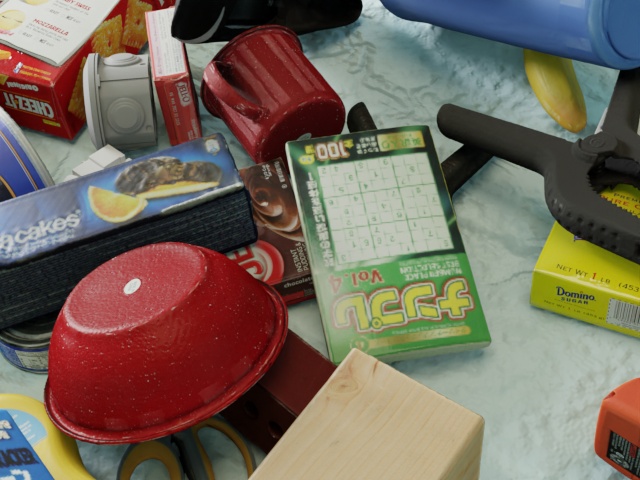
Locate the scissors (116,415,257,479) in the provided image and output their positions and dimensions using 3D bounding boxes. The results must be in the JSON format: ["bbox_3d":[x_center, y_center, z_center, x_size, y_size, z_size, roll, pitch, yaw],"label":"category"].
[{"bbox_3d":[-0.115,0.107,0.704,0.096,0.016,0.202,-27,53,-22],"label":"scissors"}]

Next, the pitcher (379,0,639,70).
[{"bbox_3d":[0.148,-0.210,0.816,0.149,0.145,0.243,-46,41,-11],"label":"pitcher"}]

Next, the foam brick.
[{"bbox_3d":[-0.027,0.095,0.674,0.078,0.053,0.051,34,46,27],"label":"foam brick"}]

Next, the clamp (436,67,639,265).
[{"bbox_3d":[0.178,-0.054,0.736,0.164,0.036,0.210,-13,43,0],"label":"clamp"}]

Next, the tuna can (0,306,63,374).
[{"bbox_3d":[-0.190,0.049,0.750,0.086,0.034,0.086,-3,51,4],"label":"tuna can"}]

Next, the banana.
[{"bbox_3d":[0.202,-0.167,0.882,0.070,0.037,0.197,11,53,17],"label":"banana"}]

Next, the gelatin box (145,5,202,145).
[{"bbox_3d":[-0.118,-0.133,0.865,0.030,0.073,0.089,-11,50,-4],"label":"gelatin box"}]

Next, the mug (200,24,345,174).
[{"bbox_3d":[-0.040,-0.107,0.815,0.093,0.117,0.081,-48,58,19],"label":"mug"}]

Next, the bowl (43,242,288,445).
[{"bbox_3d":[-0.104,0.049,0.654,0.162,0.055,0.162,-14,31,9],"label":"bowl"}]

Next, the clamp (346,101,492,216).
[{"bbox_3d":[0.056,-0.037,0.790,0.120,0.039,0.171,14,54,18],"label":"clamp"}]

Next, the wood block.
[{"bbox_3d":[-0.002,0.175,0.591,0.091,0.090,0.205,26,58,24],"label":"wood block"}]

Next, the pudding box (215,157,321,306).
[{"bbox_3d":[-0.055,0.001,0.771,0.090,0.039,0.113,-16,51,-6],"label":"pudding box"}]

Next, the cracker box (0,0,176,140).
[{"bbox_3d":[-0.238,-0.196,0.932,0.164,0.072,0.213,15,53,17],"label":"cracker box"}]
